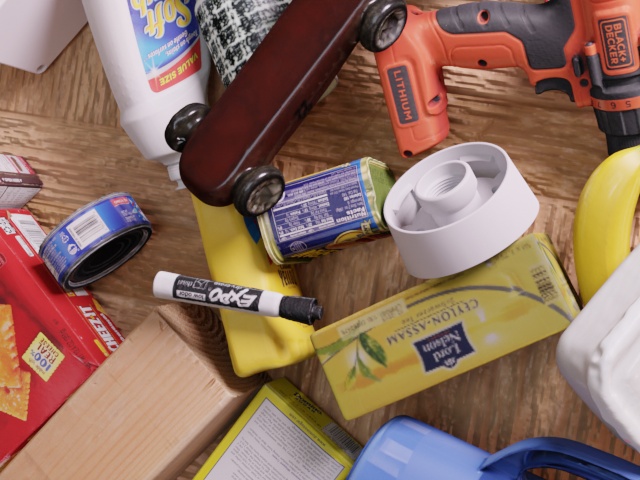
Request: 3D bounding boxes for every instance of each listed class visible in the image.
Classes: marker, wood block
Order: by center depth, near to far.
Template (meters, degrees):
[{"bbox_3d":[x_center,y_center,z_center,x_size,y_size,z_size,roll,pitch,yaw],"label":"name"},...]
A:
[{"bbox_3d":[-0.056,0.040,0.727,0.121,0.020,0.020,9,93,17],"label":"marker"},{"bbox_3d":[-0.148,0.150,0.824,0.206,0.090,0.091,-46,78,13],"label":"wood block"}]

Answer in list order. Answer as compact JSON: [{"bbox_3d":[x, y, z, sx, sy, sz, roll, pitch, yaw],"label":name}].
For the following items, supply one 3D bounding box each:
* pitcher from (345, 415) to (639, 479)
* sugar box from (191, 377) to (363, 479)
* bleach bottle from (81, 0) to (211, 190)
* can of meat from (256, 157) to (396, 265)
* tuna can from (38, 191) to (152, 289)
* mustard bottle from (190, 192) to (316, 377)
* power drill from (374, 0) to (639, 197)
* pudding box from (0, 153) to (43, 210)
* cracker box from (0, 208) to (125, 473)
[{"bbox_3d":[0.135,0.207,0.711,0.243,0.145,0.149,26,72,20],"label":"pitcher"},{"bbox_3d":[-0.052,0.201,0.817,0.093,0.048,0.176,41,106,14],"label":"sugar box"},{"bbox_3d":[-0.125,-0.165,0.817,0.068,0.102,0.251,-7,101,49],"label":"bleach bottle"},{"bbox_3d":[0.011,-0.021,0.765,0.084,0.102,0.057,-16,85,16],"label":"can of meat"},{"bbox_3d":[-0.175,0.001,0.834,0.086,0.086,0.034,-39,80,15],"label":"tuna can"},{"bbox_3d":[-0.055,0.001,0.788,0.058,0.096,0.191,-17,85,18],"label":"mustard bottle"},{"bbox_3d":[0.140,-0.106,0.726,0.188,0.057,0.184,-6,114,23],"label":"power drill"},{"bbox_3d":[-0.295,-0.023,0.872,0.114,0.090,0.039,-40,80,14],"label":"pudding box"},{"bbox_3d":[-0.280,0.103,0.878,0.214,0.072,0.164,-43,77,15],"label":"cracker box"}]
